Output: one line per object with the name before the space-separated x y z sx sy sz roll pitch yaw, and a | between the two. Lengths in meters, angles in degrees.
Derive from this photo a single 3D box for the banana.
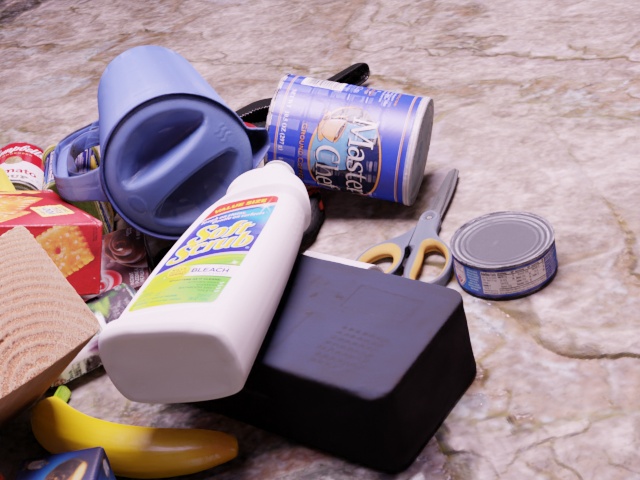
banana | -0.153 0.143 0.787 0.198 0.037 0.069 10 38 36

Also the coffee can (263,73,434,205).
coffee can | 0.028 -0.096 1.009 0.140 0.103 0.102 12 36 12

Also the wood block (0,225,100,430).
wood block | -0.243 0.083 0.765 0.090 0.091 0.206 -37 -3 -35

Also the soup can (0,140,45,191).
soup can | -0.330 -0.058 1.169 0.068 0.068 0.102 -15 31 -2

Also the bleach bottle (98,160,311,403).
bleach bottle | -0.070 0.014 0.796 0.103 0.068 0.250 -6 31 19

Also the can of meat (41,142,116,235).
can of meat | -0.240 -0.037 1.063 0.057 0.102 0.084 -15 32 -2

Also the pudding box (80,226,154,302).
pudding box | -0.198 0.036 0.982 0.090 0.039 0.113 -17 30 -3

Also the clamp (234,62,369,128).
clamp | -0.026 -0.147 1.215 0.210 0.036 0.164 -11 31 7

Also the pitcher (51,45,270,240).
pitcher | -0.158 -0.103 1.000 0.145 0.149 0.243 -57 25 12

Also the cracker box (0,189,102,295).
cracker box | -0.309 0.000 0.893 0.213 0.072 0.164 -1 12 -29

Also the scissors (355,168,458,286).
scissors | 0.080 -0.010 0.962 0.096 0.016 0.201 -8 30 11

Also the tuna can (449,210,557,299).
tuna can | 0.151 0.011 0.878 0.086 0.034 0.086 -11 30 6
